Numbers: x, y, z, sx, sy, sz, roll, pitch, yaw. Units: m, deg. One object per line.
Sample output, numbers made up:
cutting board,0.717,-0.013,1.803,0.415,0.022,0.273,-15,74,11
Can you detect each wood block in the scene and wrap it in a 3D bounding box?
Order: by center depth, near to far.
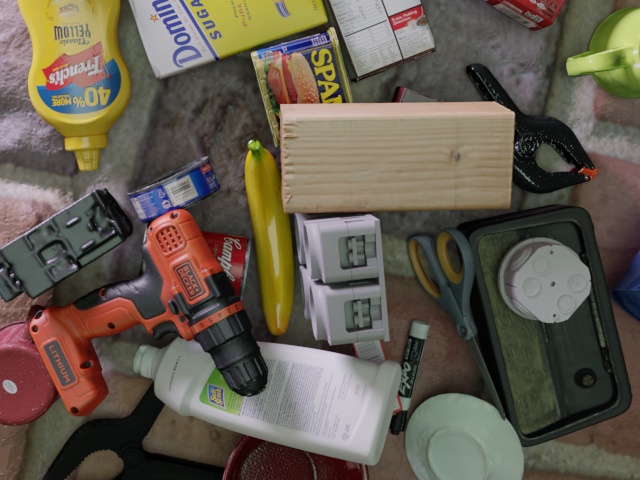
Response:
wood block,0.067,-0.078,0.988,0.206,0.090,0.091,-1,104,-3

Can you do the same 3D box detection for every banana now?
banana,-0.052,-0.008,1.052,0.037,0.069,0.198,-3,106,18

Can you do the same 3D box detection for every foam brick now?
foam brick,0.091,-0.109,1.061,0.053,0.051,0.078,18,94,-8

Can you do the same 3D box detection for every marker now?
marker,0.090,0.143,1.107,0.020,0.020,0.121,12,96,-7

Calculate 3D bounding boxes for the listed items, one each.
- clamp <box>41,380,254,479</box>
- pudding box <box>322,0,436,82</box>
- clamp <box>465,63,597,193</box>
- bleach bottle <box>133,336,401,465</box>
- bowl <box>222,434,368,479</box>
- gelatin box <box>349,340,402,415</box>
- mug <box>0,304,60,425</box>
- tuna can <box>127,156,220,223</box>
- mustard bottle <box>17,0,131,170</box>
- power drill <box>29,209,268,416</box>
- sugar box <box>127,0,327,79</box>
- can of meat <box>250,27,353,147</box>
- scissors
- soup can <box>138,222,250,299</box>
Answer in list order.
clamp,-0.188,0.203,1.076,0.210,0.036,0.164,-16,96,-8
pudding box,0.054,-0.224,1.051,0.090,0.039,0.113,-21,96,-3
clamp,0.195,-0.088,1.081,0.171,0.039,0.120,30,94,-9
bleach bottle,-0.056,0.136,1.018,0.251,0.068,0.102,13,76,13
bowl,-0.033,0.248,1.074,0.161,0.055,0.162,1,87,-26
gelatin box,0.051,0.127,1.074,0.030,0.073,0.089,-19,99,-3
mug,-0.288,0.119,1.034,0.093,0.081,0.117,18,94,-8
tuna can,-0.140,-0.048,1.028,0.086,0.086,0.034,-25,100,-3
mustard bottle,-0.231,-0.162,1.019,0.096,0.058,0.191,-6,98,-8
power drill,-0.158,0.089,0.984,0.188,0.057,0.184,-28,85,9
sugar box,-0.091,-0.226,1.032,0.176,0.048,0.093,-20,99,-4
can of meat,-0.016,-0.148,1.041,0.084,0.057,0.102,-15,104,-2
scissors,0.148,0.072,1.047,0.016,0.096,0.202,-19,68,-31
soup can,-0.124,0.022,1.047,0.102,0.068,0.068,9,95,-6
